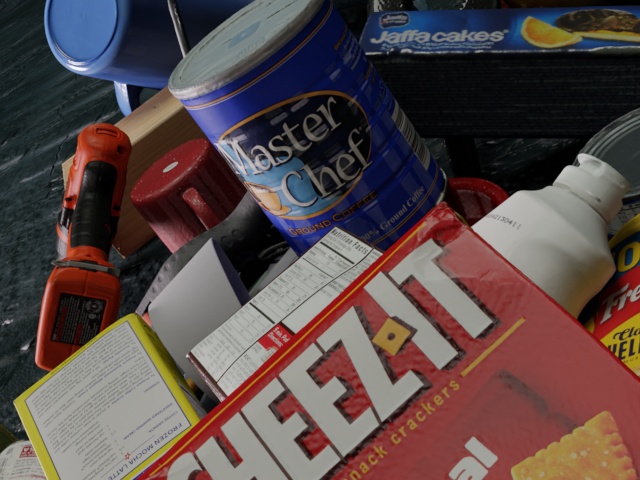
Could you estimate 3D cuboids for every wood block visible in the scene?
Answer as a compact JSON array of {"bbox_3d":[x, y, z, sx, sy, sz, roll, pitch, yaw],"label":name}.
[{"bbox_3d":[-0.136,-0.089,1.020,0.206,0.090,0.090,-36,26,0],"label":"wood block"}]

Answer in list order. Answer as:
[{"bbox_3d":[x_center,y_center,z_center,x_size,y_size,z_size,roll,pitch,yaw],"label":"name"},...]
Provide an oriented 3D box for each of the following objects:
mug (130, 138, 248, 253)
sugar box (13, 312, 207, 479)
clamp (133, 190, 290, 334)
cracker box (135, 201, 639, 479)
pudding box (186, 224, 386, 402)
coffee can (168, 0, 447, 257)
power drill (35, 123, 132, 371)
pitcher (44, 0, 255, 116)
[{"bbox_3d":[-0.099,-0.026,0.873,0.093,0.081,0.117,-38,25,-2],"label":"mug"},{"bbox_3d":[-0.101,0.126,0.597,0.093,0.048,0.176,-38,47,-3],"label":"sugar box"},{"bbox_3d":[-0.055,0.001,0.720,0.171,0.120,0.039,-38,56,-16],"label":"clamp"},{"bbox_3d":[0.053,0.111,0.348,0.164,0.072,0.214,-42,51,0],"label":"cracker box"},{"bbox_3d":[-0.006,0.048,0.543,0.113,0.039,0.090,-39,24,-9],"label":"pudding box"},{"bbox_3d":[-0.005,-0.063,0.614,0.103,0.140,0.103,-30,25,15],"label":"coffee can"},{"bbox_3d":[-0.199,0.021,0.889,0.187,0.057,0.185,-100,23,-50],"label":"power drill"},{"bbox_3d":[-0.159,-0.201,1.078,0.145,0.149,0.242,-24,-10,30],"label":"pitcher"}]
